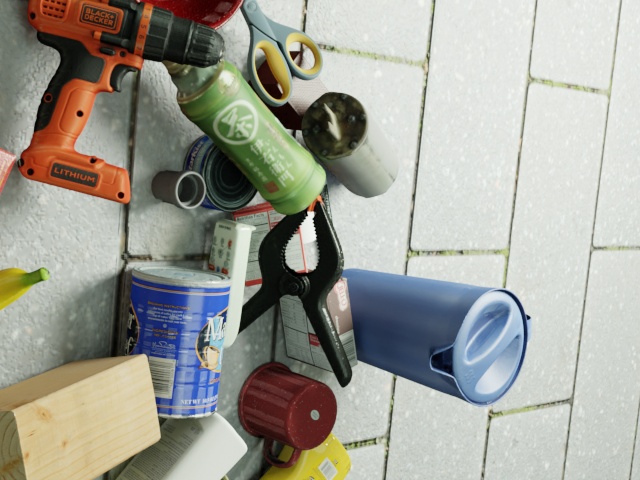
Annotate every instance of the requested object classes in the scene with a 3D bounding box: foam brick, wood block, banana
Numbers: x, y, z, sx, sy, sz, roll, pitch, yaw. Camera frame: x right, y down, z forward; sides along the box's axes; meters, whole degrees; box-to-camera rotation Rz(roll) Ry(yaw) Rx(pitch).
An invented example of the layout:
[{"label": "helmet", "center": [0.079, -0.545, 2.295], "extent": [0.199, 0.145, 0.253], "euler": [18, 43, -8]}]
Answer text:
[{"label": "foam brick", "center": [-0.033, -0.167, 1.194], "extent": [0.053, 0.051, 0.078], "euler": [-55, 130, -20]}, {"label": "wood block", "center": [-0.241, 0.172, 0.971], "extent": [0.205, 0.091, 0.090], "euler": [-19, 102, -67]}, {"label": "banana", "center": [-0.334, 0.076, 0.944], "extent": [0.197, 0.070, 0.037], "euler": [-38, 99, -23]}]

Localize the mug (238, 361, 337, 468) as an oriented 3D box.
[{"label": "mug", "center": [-0.038, 0.207, 1.242], "extent": [0.093, 0.082, 0.117], "euler": [15, 88, -44]}]

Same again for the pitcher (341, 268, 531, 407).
[{"label": "pitcher", "center": [0.118, 0.101, 1.257], "extent": [0.149, 0.243, 0.145], "euler": [45, 67, -39]}]

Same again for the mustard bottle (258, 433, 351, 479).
[{"label": "mustard bottle", "center": [-0.043, 0.314, 1.273], "extent": [0.191, 0.058, 0.096], "euler": [-51, 132, -25]}]

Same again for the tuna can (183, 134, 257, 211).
[{"label": "tuna can", "center": [-0.104, -0.074, 1.156], "extent": [0.085, 0.034, 0.086], "euler": [-10, 105, -42]}]

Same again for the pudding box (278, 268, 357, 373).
[{"label": "pudding box", "center": [-0.005, 0.091, 1.244], "extent": [0.039, 0.090, 0.113], "euler": [-21, 113, -38]}]

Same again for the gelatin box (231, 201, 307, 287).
[{"label": "gelatin box", "center": [-0.058, 0.001, 1.198], "extent": [0.073, 0.030, 0.089], "euler": [-11, 108, -10]}]

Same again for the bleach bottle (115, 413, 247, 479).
[{"label": "bleach bottle", "center": [-0.193, 0.280, 1.109], "extent": [0.250, 0.103, 0.068], "euler": [-45, 119, -20]}]

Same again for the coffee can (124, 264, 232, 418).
[{"label": "coffee can", "center": [-0.149, 0.102, 1.099], "extent": [0.102, 0.103, 0.140], "euler": [2, 97, -44]}]

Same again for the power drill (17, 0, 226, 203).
[{"label": "power drill", "center": [-0.194, -0.133, 0.995], "extent": [0.184, 0.057, 0.187], "euler": [13, 90, -8]}]

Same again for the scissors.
[{"label": "scissors", "center": [-0.057, -0.244, 1.137], "extent": [0.096, 0.016, 0.202], "euler": [-17, 94, -26]}]

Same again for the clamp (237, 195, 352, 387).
[{"label": "clamp", "center": [-0.019, 0.056, 1.172], "extent": [0.036, 0.164, 0.210], "euler": [-58, 168, -81]}]
